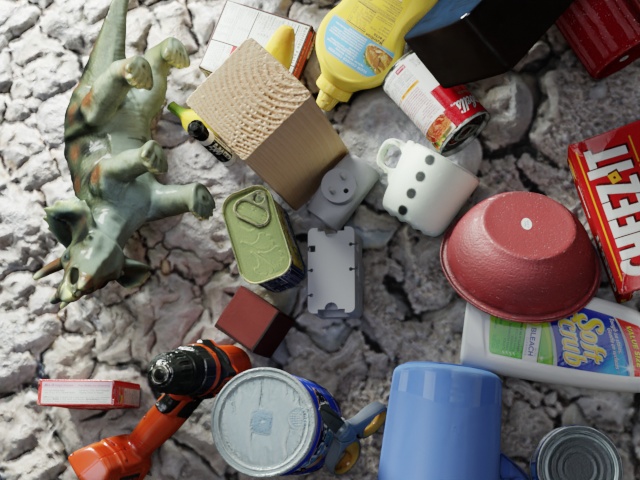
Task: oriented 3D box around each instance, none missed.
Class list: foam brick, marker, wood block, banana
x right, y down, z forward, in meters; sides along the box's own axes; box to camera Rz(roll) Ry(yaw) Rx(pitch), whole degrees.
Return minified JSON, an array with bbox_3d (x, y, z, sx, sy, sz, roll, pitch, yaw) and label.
[{"bbox_3d":[-0.068,0.087,1.124,0.053,0.078,0.051,33,87,14],"label":"foam brick"},{"bbox_3d":[-0.117,-0.105,1.150,0.020,0.121,0.020,-3,78,12],"label":"marker"},{"bbox_3d":[-0.047,-0.113,1.091,0.091,0.206,0.090,-45,73,1],"label":"wood block"},{"bbox_3d":[-0.091,-0.160,1.169,0.198,0.037,0.069,-27,101,34],"label":"banana"}]

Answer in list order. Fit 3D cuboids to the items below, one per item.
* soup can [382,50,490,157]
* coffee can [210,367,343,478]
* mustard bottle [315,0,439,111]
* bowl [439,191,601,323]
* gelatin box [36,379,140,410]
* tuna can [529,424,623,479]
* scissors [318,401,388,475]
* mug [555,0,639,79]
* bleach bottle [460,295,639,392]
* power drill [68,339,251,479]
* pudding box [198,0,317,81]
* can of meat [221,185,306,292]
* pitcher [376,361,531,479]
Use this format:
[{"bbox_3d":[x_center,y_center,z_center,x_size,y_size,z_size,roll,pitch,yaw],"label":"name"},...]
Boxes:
[{"bbox_3d":[0.122,-0.147,1.132,0.068,0.068,0.102,-40,73,3],"label":"soup can"},{"bbox_3d":[-0.040,0.183,1.064,0.103,0.140,0.103,-3,78,12],"label":"coffee can"},{"bbox_3d":[0.050,-0.222,1.149,0.096,0.058,0.192,34,111,3],"label":"mustard bottle"},{"bbox_3d":[0.201,0.003,1.049,0.162,0.055,0.162,1,47,-1],"label":"bowl"},{"bbox_3d":[-0.249,0.167,1.151,0.089,0.073,0.030,-2,78,12],"label":"gelatin box"},{"bbox_3d":[0.249,0.222,1.038,0.086,0.034,0.086,0,77,1],"label":"tuna can"},{"bbox_3d":[0.032,0.171,1.032,0.016,0.202,0.096,37,65,22],"label":"scissors"},{"bbox_3d":[0.298,-0.225,1.088,0.093,0.117,0.081,-23,77,-32],"label":"mug"},{"bbox_3d":[0.269,0.095,1.054,0.251,0.068,0.102,6,80,12],"label":"bleach bottle"},{"bbox_3d":[-0.166,0.177,1.083,0.188,0.184,0.057,-43,73,11],"label":"power drill"},{"bbox_3d":[-0.070,-0.212,1.205,0.113,0.039,0.090,21,85,14],"label":"pudding box"},{"bbox_3d":[-0.058,0.001,1.135,0.057,0.084,0.102,-20,75,8],"label":"can of meat"},{"bbox_3d":[0.123,0.245,1.029,0.145,0.149,0.243,-5,72,42],"label":"pitcher"}]
